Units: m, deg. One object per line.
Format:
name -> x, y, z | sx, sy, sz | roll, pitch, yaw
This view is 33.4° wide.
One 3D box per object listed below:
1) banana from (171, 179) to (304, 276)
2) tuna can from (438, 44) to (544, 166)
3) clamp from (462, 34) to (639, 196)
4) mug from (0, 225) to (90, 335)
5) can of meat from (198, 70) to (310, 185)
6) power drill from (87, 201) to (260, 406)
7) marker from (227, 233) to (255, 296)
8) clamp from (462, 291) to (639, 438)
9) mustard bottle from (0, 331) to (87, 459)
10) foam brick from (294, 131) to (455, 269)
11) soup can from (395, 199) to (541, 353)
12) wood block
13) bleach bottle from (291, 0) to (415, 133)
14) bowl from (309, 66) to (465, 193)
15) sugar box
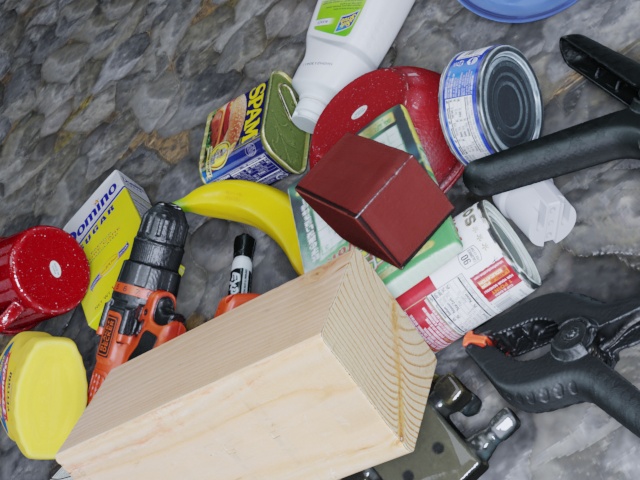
banana -> -0.047, -0.013, 0.875 | 0.198, 0.037, 0.069 | 21, 64, 43
tuna can -> 0.120, -0.092, 0.742 | 0.034, 0.086, 0.086 | -5, 53, 42
clamp -> 0.210, -0.085, 0.667 | 0.210, 0.036, 0.164 | 1, 43, 34
mug -> -0.266, 0.041, 0.949 | 0.082, 0.093, 0.117 | -17, 30, 43
can of meat -> -0.059, -0.090, 0.954 | 0.084, 0.057, 0.102 | -25, 42, 32
power drill -> -0.105, 0.065, 0.822 | 0.188, 0.057, 0.184 | 10, 85, 53
marker -> -0.066, 0.042, 0.869 | 0.020, 0.020, 0.121 | -26, 41, 28
clamp -> 0.150, 0.070, 0.595 | 0.172, 0.039, 0.120 | -17, 32, 43
mustard bottle -> -0.247, 0.127, 0.919 | 0.192, 0.058, 0.096 | 176, 96, -67
foam brick -> 0.033, -0.026, 0.657 | 0.051, 0.053, 0.078 | -49, 33, -8
soup can -> 0.081, 0.029, 0.685 | 0.102, 0.068, 0.068 | -35, 37, 18
wood block -> -0.045, 0.100, 0.641 | 0.206, 0.090, 0.090 | -27, 19, 28
bleach bottle -> 0.033, -0.207, 0.963 | 0.103, 0.068, 0.250 | 3, 62, 48
bowl -> 0.045, -0.083, 0.838 | 0.162, 0.055, 0.162 | -28, 40, 26
sugar box -> -0.191, 0.010, 1.005 | 0.093, 0.048, 0.176 | -48, 37, 6
